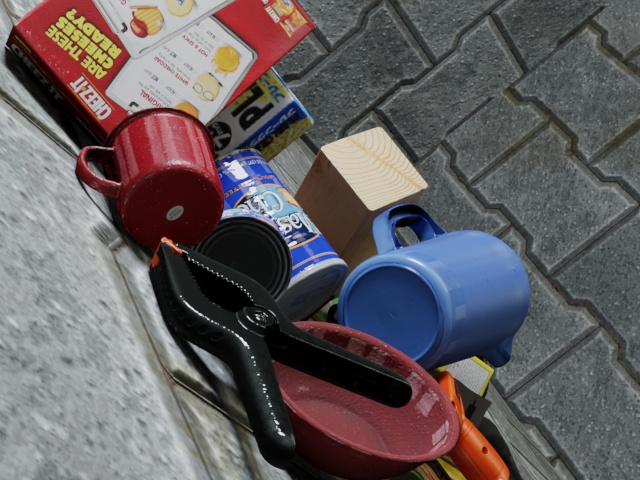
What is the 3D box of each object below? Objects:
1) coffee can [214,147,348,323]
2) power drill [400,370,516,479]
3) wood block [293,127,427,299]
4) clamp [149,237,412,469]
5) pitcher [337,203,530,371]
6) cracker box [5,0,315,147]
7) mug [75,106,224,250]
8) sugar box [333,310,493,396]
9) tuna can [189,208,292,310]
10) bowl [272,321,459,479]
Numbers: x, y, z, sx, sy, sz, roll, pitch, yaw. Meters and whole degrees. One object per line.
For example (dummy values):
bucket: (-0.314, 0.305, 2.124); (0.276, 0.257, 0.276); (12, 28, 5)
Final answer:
coffee can: (-0.056, 0.001, 0.968); (0.140, 0.103, 0.102); (53, 6, 18)
power drill: (0.141, 0.207, 0.882); (0.187, 0.057, 0.184); (53, 6, -6)
wood block: (0.021, -0.019, 1.188); (0.091, 0.090, 0.206); (53, -38, 18)
clamp: (-0.050, 0.072, 0.744); (0.210, 0.036, 0.164); (36, 25, 17)
pitcher: (0.103, 0.051, 1.017); (0.149, 0.145, 0.242); (17, 9, 22)
cracker box: (-0.136, -0.179, 0.928); (0.164, 0.213, 0.072); (50, -20, -12)
mug: (-0.132, -0.047, 0.831); (0.117, 0.093, 0.081); (13, 30, -26)
sugar box: (0.108, 0.117, 1.216); (0.176, 0.048, 0.093); (39, -16, -33)
tuna can: (-0.067, 0.017, 0.874); (0.086, 0.086, 0.034); (49, 4, -16)
bowl: (0.021, 0.130, 0.807); (0.162, 0.055, 0.162); (20, 24, -10)
